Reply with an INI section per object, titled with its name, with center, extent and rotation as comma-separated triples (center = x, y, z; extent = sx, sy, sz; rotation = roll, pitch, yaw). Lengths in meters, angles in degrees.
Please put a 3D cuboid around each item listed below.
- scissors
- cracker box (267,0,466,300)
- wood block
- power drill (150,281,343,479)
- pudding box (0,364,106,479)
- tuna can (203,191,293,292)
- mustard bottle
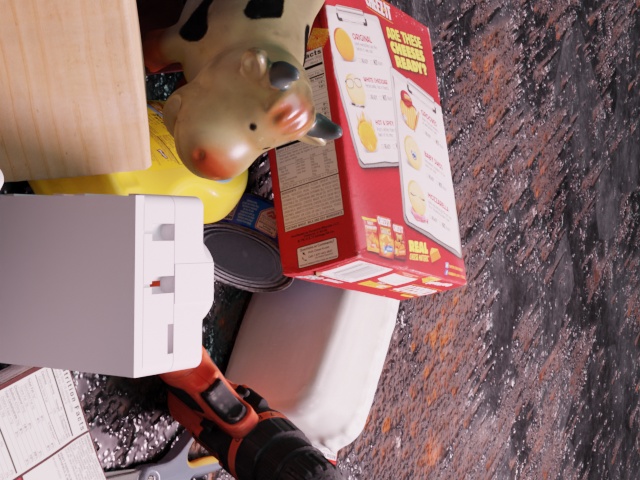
[scissors]
center = -0.117, 0.184, 0.750
extent = 0.201, 0.016, 0.096
rotation = -18, 106, -59
[cracker box]
center = 0.029, -0.071, 0.778
extent = 0.163, 0.072, 0.214
rotation = 14, 64, -56
[wood block]
center = -0.141, -0.138, 0.533
extent = 0.091, 0.090, 0.206
rotation = -101, -172, -45
[power drill]
center = -0.074, 0.088, 0.678
extent = 0.057, 0.185, 0.187
rotation = -43, 126, -19
[pudding box]
center = -0.179, 0.125, 0.605
extent = 0.113, 0.039, 0.090
rotation = -29, 104, -59
[tuna can]
center = -0.055, 0.001, 0.782
extent = 0.086, 0.086, 0.033
rotation = 57, 43, -45
[mustard bottle]
center = -0.102, -0.051, 0.699
extent = 0.058, 0.096, 0.191
rotation = -53, 163, 25
